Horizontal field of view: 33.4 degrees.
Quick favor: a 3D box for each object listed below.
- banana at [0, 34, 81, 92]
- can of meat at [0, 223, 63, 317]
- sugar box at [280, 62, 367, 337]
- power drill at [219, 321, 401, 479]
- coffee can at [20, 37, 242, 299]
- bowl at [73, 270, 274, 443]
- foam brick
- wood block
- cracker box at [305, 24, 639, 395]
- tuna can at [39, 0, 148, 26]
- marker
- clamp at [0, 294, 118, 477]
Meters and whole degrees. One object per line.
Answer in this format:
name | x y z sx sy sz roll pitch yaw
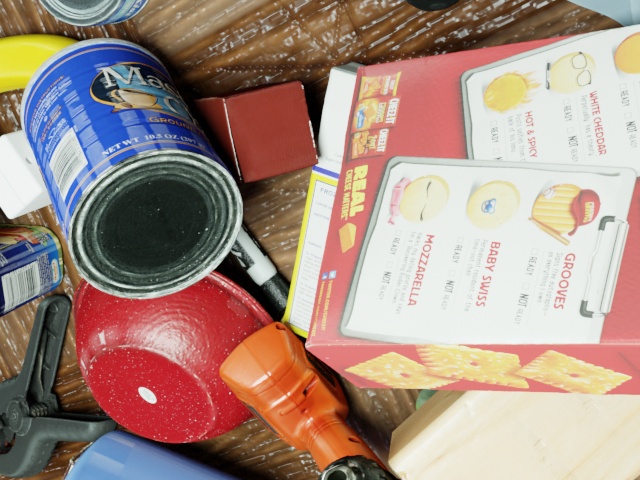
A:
banana | -0.220 -0.112 0.752 0.198 0.037 0.069 -12 75 24
can of meat | -0.254 0.023 0.791 0.102 0.083 0.057 4 108 24
sugar box | 0.038 -0.013 0.664 0.093 0.048 0.176 20 110 20
power drill | 0.011 0.132 0.630 0.057 0.184 0.188 -38 46 -4
coffee can | -0.118 -0.047 0.652 0.140 0.102 0.103 56 129 46
bowl | -0.105 0.087 0.725 0.162 0.055 0.162 11 131 13
foam brick | -0.041 -0.068 0.657 0.078 0.051 0.053 -159 57 -69
wood block | 0.142 0.075 0.570 0.206 0.091 0.090 -42 87 5
cracker box | 0.111 -0.012 0.514 0.214 0.072 0.164 -3 63 29
tuna can | -0.152 -0.185 0.707 0.086 0.033 0.086 8 109 23
marker | -0.055 0.001 0.726 0.020 0.020 0.121 -39 87 29
clamp | -0.215 0.138 0.822 0.172 0.039 0.120 -54 51 31
